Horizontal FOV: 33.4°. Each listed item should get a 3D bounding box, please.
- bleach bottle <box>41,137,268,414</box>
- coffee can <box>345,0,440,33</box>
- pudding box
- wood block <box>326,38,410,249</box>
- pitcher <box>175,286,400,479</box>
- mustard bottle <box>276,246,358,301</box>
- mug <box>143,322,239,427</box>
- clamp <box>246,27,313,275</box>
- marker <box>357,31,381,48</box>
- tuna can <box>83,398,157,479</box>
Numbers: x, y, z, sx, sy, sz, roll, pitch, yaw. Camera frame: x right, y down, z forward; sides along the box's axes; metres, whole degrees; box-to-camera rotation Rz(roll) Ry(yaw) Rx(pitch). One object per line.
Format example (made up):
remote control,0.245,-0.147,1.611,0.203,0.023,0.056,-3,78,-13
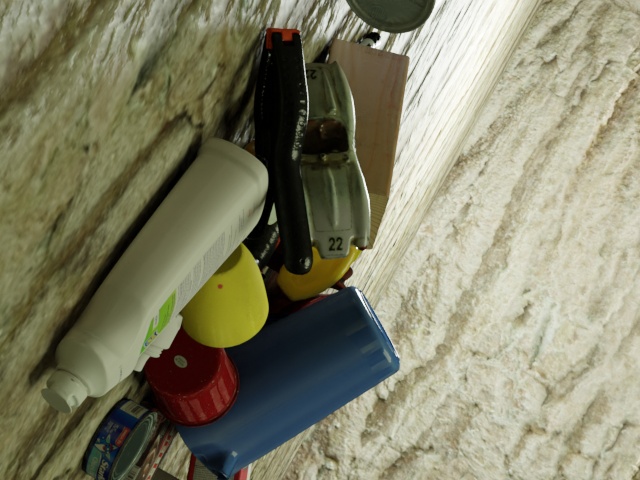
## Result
bleach bottle,-0.135,0.032,0.859,0.250,0.068,0.103,-54,168,-35
coffee can,0.094,-0.290,1.087,0.140,0.103,0.103,-55,168,-40
pudding box,-0.198,0.237,1.160,0.113,0.039,0.090,-61,170,-17
wood block,0.033,-0.104,1.129,0.091,0.090,0.206,106,-4,-52
pitcher,-0.043,0.145,1.176,0.243,0.149,0.145,-30,173,4
mustard bottle,0.000,0.028,1.264,0.096,0.058,0.191,-40,178,2
mug,-0.129,0.122,1.082,0.081,0.093,0.117,84,21,-65
clamp,-0.041,-0.081,0.953,0.165,0.036,0.210,-168,-103,-69
marker,0.047,-0.224,1.271,0.121,0.020,0.020,-50,164,-54
tuna can,-0.200,0.202,1.065,0.086,0.034,0.086,-60,171,-17
